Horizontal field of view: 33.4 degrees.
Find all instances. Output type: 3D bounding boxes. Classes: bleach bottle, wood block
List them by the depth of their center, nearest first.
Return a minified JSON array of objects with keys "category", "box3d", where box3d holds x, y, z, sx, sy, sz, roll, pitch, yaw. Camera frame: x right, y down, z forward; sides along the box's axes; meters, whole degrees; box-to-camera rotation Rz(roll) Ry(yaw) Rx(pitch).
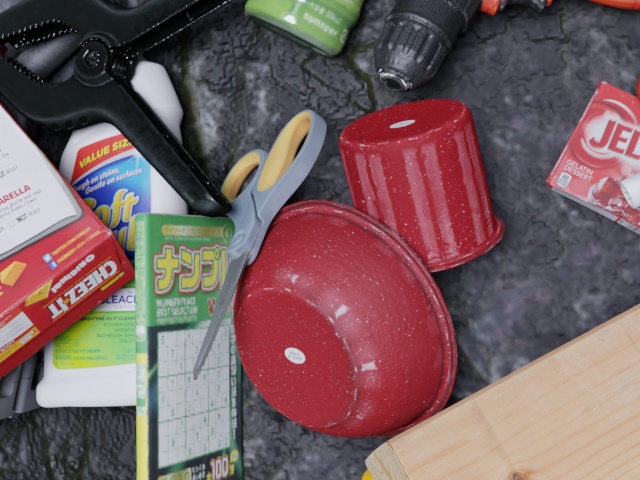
[{"category":"wood block","box3d":[0.140,0.110,0.603,0.206,0.090,0.091,-25,75,-13]},{"category":"bleach bottle","box3d":[-0.139,-0.018,0.712,0.103,0.068,0.251,-4,86,13]}]

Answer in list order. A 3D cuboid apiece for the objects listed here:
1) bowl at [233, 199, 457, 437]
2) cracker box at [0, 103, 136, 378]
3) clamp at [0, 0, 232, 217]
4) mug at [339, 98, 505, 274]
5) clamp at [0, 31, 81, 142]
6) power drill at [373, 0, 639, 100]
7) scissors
[{"category":"bowl","box3d":[0.000,0.060,0.645,0.162,0.055,0.162,19,123,32]},{"category":"cracker box","box3d":[-0.241,-0.012,0.644,0.164,0.072,0.214,-39,66,-13]},{"category":"clamp","box3d":[-0.131,-0.100,0.668,0.210,0.036,0.164,4,85,17]},{"category":"mug","box3d":[0.053,-0.038,0.657,0.093,0.117,0.081,-25,113,-23]},{"category":"clamp","box3d":[-0.215,-0.112,0.739,0.120,0.039,0.171,12,94,15]},{"category":"power drill","box3d":[0.143,-0.141,0.642,0.188,0.057,0.184,25,74,7]},{"category":"scissors","box3d":[-0.054,0.001,0.656,0.016,0.096,0.201,41,60,-25]}]
